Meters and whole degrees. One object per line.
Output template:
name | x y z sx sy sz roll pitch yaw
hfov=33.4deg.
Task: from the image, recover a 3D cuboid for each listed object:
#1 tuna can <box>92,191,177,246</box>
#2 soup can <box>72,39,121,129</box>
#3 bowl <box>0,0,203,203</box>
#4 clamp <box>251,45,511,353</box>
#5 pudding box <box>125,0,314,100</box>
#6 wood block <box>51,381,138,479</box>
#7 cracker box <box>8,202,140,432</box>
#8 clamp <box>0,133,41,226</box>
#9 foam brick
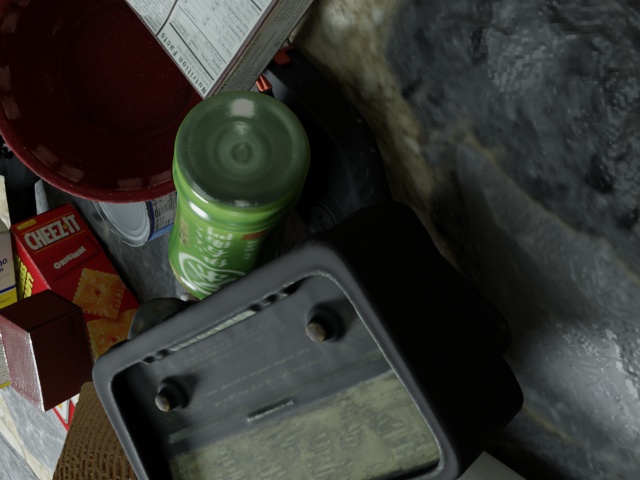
tuna can | -0.142 -0.041 0.811 0.086 0.033 0.086 33 138 36
soup can | -0.159 -0.106 0.753 0.102 0.068 0.068 -2 112 55
bowl | -0.123 -0.106 0.663 0.055 0.162 0.162 -101 -11 -80
clamp | 0.015 -0.010 0.619 0.210 0.036 0.165 60 153 6
pudding box | -0.050 -0.144 0.574 0.090 0.039 0.114 51 128 14
wood block | -0.136 0.203 0.858 0.091 0.090 0.206 6 147 9
cracker box | -0.212 0.096 0.975 0.214 0.072 0.164 55 145 11
clamp | -0.275 -0.065 0.966 0.120 0.039 0.172 57 147 6
foam brick | -0.226 0.090 0.881 0.051 0.052 0.078 20 124 40
